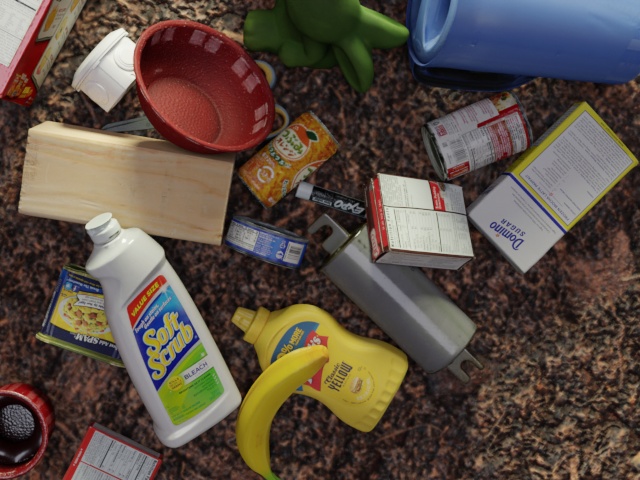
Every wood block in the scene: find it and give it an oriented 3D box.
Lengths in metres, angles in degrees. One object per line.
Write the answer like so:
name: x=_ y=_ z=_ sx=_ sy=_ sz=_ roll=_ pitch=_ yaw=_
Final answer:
wood block: x=-0.198 y=-0.060 z=1.113 sx=0.206 sy=0.091 sz=0.090 roll=9 pitch=100 yaw=-4

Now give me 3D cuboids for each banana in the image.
banana: x=-0.050 y=0.180 z=1.138 sx=0.069 sy=0.037 sz=0.198 roll=14 pitch=122 yaw=-7

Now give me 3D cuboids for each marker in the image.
marker: x=0.032 y=-0.039 z=1.167 sx=0.121 sy=0.020 sz=0.020 roll=18 pitch=92 yaw=-4

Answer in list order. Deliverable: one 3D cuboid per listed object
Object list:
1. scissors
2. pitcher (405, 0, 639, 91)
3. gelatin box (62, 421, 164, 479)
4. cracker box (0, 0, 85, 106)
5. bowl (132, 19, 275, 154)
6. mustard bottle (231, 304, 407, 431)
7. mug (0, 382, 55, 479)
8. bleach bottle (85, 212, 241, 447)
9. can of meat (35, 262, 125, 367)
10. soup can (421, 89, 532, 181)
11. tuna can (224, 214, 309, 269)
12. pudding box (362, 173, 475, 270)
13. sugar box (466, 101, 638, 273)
scissors: x=-0.131 y=-0.154 z=1.153 sx=0.201 sy=0.016 sz=0.096 roll=6 pitch=91 yaw=-3
pitcher: x=0.215 y=-0.223 z=1.106 sx=0.242 sy=0.149 sz=0.145 roll=6 pitch=95 yaw=-17
gelatin box: x=-0.226 y=0.250 z=1.164 sx=0.089 sy=0.030 sz=0.073 roll=26 pitch=90 yaw=-5
cracker box: x=-0.285 y=-0.245 z=1.065 sx=0.072 sy=0.164 sz=0.214 roll=27 pitch=92 yaw=-7
bowl: x=-0.128 y=-0.145 z=1.093 sx=0.162 sy=0.161 sz=0.055 roll=43 pitch=134 yaw=-5
mustard bottle: x=-0.008 y=0.123 z=1.154 sx=0.191 sy=0.058 sz=0.096 roll=28 pitch=103 yaw=-4
mug: x=-0.332 y=0.208 z=1.129 sx=0.093 sy=0.081 sz=0.117 roll=19 pitch=92 yaw=-4
bleach bottle: x=-0.176 y=0.087 z=1.095 sx=0.102 sy=0.068 sz=0.251 roll=-32 pitch=116 yaw=-14
can of meat: x=-0.240 y=0.079 z=1.140 sx=0.102 sy=0.057 sz=0.084 roll=19 pitch=90 yaw=-5
soup can: x=0.167 y=-0.112 z=1.146 sx=0.102 sy=0.068 sz=0.068 roll=-22 pitch=94 yaw=-2
tuna can: x=-0.057 y=0.001 z=1.131 sx=0.086 sy=0.086 sz=0.034 roll=19 pitch=93 yaw=-4
pudding box: x=0.103 y=-0.019 z=1.126 sx=0.113 sy=0.039 sz=0.090 roll=5 pitch=66 yaw=-26
sugar box: x=0.250 y=-0.058 z=1.166 sx=0.176 sy=0.048 sz=0.093 roll=-43 pitch=95 yaw=4
